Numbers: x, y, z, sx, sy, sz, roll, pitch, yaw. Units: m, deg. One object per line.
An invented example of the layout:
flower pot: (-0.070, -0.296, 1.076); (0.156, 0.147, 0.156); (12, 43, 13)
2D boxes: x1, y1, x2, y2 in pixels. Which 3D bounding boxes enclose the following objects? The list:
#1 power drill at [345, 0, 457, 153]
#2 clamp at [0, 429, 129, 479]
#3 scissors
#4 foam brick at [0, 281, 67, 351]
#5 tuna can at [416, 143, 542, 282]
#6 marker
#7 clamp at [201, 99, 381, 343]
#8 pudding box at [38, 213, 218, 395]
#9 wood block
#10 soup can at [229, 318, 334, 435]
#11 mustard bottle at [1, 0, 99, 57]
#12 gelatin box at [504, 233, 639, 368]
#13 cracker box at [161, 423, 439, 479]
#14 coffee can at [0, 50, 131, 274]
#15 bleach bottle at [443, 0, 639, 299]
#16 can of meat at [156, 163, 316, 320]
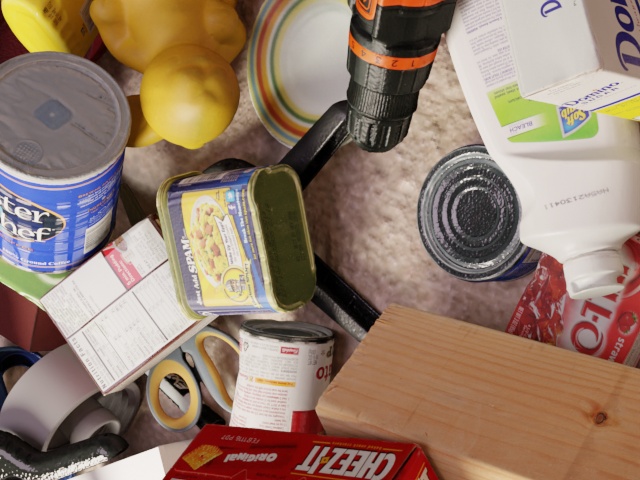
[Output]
power drill: (0.019, -0.170, 0.647); (0.185, 0.057, 0.188); (101, 149, -41)
clamp: (-0.213, 0.177, 0.795); (0.171, 0.039, 0.120); (18, 104, 13)
scissors: (-0.125, 0.060, 0.817); (0.096, 0.016, 0.202); (-42, 76, 7)
foam brick: (-0.250, 0.059, 0.928); (0.078, 0.052, 0.051); (22, 104, 36)
tuna can: (0.102, -0.017, 0.657); (0.086, 0.033, 0.086); (0, 91, 39)
marker: (-0.116, 0.116, 0.843); (0.121, 0.020, 0.020); (38, 113, 32)
clamp: (-0.036, -0.022, 0.758); (0.210, 0.036, 0.164); (11, 108, 40)
pudding box: (-0.138, 0.047, 0.790); (0.113, 0.039, 0.090); (-37, 84, 11)
wood block: (0.112, 0.115, 0.594); (0.206, 0.090, 0.090); (14, 142, 38)
soup can: (-0.029, 0.110, 0.742); (0.069, 0.068, 0.102); (11, 96, 38)
mustard bottle: (-0.168, -0.230, 0.822); (0.058, 0.096, 0.191); (25, 74, 13)
gelatin box: (0.158, 0.033, 0.615); (0.073, 0.030, 0.089); (34, 111, 33)
cracker box: (0.020, 0.209, 0.636); (0.164, 0.072, 0.213); (-4, 125, 39)
coffee can: (-0.192, -0.052, 0.759); (0.103, 0.102, 0.140); (63, 155, 20)
bleach bottle: (0.121, -0.089, 0.603); (0.103, 0.068, 0.251); (-18, 73, 31)
can of meat: (-0.055, 0.001, 0.718); (0.084, 0.057, 0.102); (-5, 100, 37)
